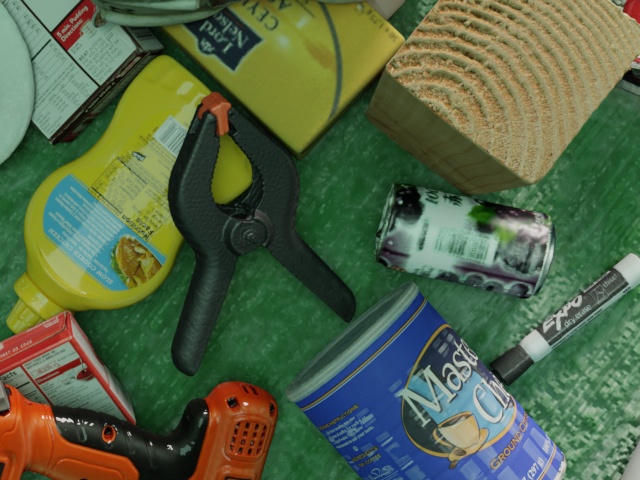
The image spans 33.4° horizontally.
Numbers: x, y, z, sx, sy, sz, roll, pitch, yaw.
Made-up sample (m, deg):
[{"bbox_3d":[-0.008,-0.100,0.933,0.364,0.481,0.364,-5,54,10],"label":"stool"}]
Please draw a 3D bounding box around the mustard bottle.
[{"bbox_3d":[-0.125,-0.015,0.662,0.096,0.058,0.191,42,90,-8],"label":"mustard bottle"}]

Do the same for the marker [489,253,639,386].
[{"bbox_3d":[0.157,0.052,0.682,0.121,0.020,0.020,-38,90,1],"label":"marker"}]

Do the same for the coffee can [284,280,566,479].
[{"bbox_3d":[0.062,0.110,0.641,0.103,0.103,0.140,-41,90,0],"label":"coffee can"}]

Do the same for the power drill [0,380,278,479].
[{"bbox_3d":[-0.129,0.163,0.636,0.187,0.057,0.184,13,97,-27],"label":"power drill"}]

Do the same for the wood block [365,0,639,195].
[{"bbox_3d":[0.090,-0.086,0.587,0.090,0.206,0.091,38,90,0],"label":"wood block"}]

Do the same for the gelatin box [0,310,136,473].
[{"bbox_3d":[-0.167,0.094,0.656,0.073,0.030,0.089,-26,127,0],"label":"gelatin box"}]

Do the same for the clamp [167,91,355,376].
[{"bbox_3d":[-0.054,0.001,0.637,0.120,0.039,0.171,-28,115,-16],"label":"clamp"}]

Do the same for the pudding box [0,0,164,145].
[{"bbox_3d":[-0.168,-0.130,0.663,0.090,0.039,0.113,-41,88,17],"label":"pudding box"}]
